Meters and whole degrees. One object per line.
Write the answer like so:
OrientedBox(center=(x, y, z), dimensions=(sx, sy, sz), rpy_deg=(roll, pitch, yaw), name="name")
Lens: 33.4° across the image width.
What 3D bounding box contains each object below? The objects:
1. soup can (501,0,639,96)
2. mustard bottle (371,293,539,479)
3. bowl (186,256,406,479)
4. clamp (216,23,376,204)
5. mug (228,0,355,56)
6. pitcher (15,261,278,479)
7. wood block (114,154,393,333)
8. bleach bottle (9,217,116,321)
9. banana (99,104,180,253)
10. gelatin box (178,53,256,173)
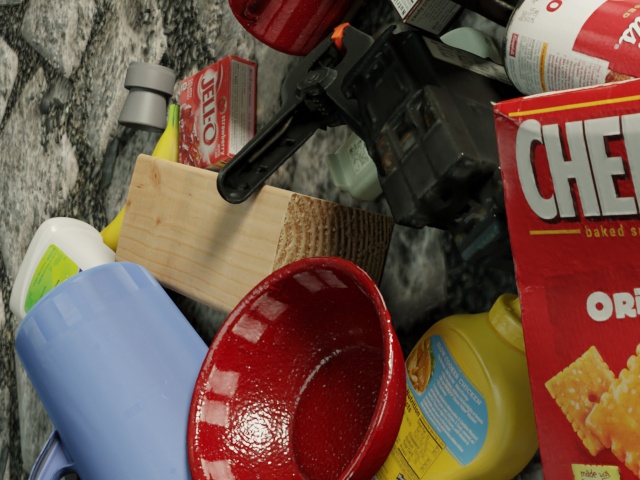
OrientedBox(center=(0.152, -0.093, 0.549), dimensions=(0.102, 0.068, 0.068), rpy_deg=(34, 108, 50), name="soup can")
OrientedBox(center=(0.077, 0.100, 0.601), dimensions=(0.192, 0.058, 0.096), rpy_deg=(-59, 37, 23), name="mustard bottle")
OrientedBox(center=(-0.004, 0.093, 0.609), dimensions=(0.162, 0.055, 0.162), rpy_deg=(-28, 48, 35), name="bowl")
OrientedBox(center=(-0.006, -0.086, 0.698), dimensions=(0.120, 0.039, 0.171), rpy_deg=(-17, 29, 18), name="clamp")
OrientedBox(center=(-0.020, -0.183, 0.754), dimensions=(0.093, 0.117, 0.082), rpy_deg=(46, 128, 9), name="mug")
OrientedBox(center=(-0.110, 0.139, 0.700), dimensions=(0.145, 0.149, 0.243), rpy_deg=(-49, 64, 24), name="pitcher")
OrientedBox(center=(-0.055, 0.002, 0.765), dimensions=(0.206, 0.090, 0.090), rpy_deg=(17, 94, 51), name="wood block")
OrientedBox(center=(-0.155, 0.075, 0.856), dimensions=(0.251, 0.068, 0.102), rpy_deg=(31, 99, 40), name="bleach bottle")
OrientedBox(center=(-0.163, -0.027, 0.953), dimensions=(0.198, 0.037, 0.069), rpy_deg=(-51, 29, 29), name="banana")
OrientedBox(center=(-0.086, -0.099, 0.876), dimensions=(0.073, 0.030, 0.089), rpy_deg=(-16, 69, 48), name="gelatin box")
